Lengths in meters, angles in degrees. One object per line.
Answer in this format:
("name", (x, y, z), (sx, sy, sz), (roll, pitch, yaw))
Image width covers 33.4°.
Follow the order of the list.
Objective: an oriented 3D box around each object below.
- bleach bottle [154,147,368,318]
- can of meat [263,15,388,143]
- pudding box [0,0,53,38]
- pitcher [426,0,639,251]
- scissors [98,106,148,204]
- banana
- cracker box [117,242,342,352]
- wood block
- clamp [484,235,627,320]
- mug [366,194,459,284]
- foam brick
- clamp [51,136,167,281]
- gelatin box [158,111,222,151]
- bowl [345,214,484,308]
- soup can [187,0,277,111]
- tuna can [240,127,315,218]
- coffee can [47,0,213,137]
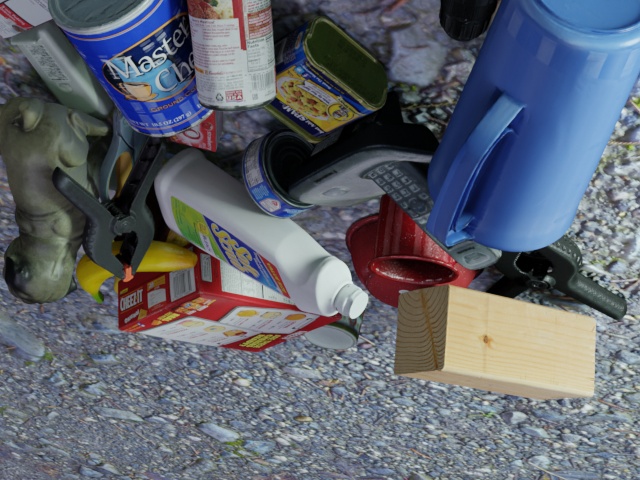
("bleach bottle", (-0.057, 0.001, 1.084), (0.251, 0.068, 0.102), (31, 149, 30))
("can of meat", (-0.003, -0.140, 0.934), (0.102, 0.057, 0.084), (34, 145, -30))
("pudding box", (-0.268, -0.227, 0.924), (0.114, 0.039, 0.090), (-12, 141, 37))
("pitcher", (0.165, -0.102, 0.826), (0.145, 0.149, 0.243), (4, 146, -6))
("scissors", (-0.187, -0.124, 1.074), (0.016, 0.096, 0.202), (28, 125, 19))
("banana", (-0.219, 0.026, 1.190), (0.069, 0.037, 0.198), (26, 150, -36))
("cracker box", (-0.108, 0.070, 1.270), (0.213, 0.072, 0.164), (13, 153, -41))
("wood block", (0.191, 0.113, 1.155), (0.205, 0.091, 0.090), (14, 164, -29))
("clamp", (0.229, 0.035, 1.155), (0.165, 0.036, 0.209), (-3, 150, 28))
("mug", (0.109, -0.006, 1.078), (0.117, 0.081, 0.093), (2, 161, 19))
("foam brick", (-0.196, -0.028, 1.201), (0.051, 0.078, 0.053), (14, 151, 6))
("clamp", (-0.199, -0.033, 1.084), (0.120, 0.039, 0.171), (-25, 142, -17))
("gelatin box", (-0.134, -0.128, 1.043), (0.073, 0.030, 0.089), (14, 152, 2))
("bowl", (0.101, 0.034, 1.196), (0.162, 0.055, 0.162), (12, 152, 6))
("soup can", (-0.071, -0.163, 0.867), (0.069, 0.068, 0.102), (5, 118, 17))
("tuna can", (-0.034, -0.067, 1.048), (0.086, 0.086, 0.034), (33, 145, -30))
("coffee can", (-0.151, -0.170, 0.902), (0.103, 0.102, 0.140), (2, 149, 22))
